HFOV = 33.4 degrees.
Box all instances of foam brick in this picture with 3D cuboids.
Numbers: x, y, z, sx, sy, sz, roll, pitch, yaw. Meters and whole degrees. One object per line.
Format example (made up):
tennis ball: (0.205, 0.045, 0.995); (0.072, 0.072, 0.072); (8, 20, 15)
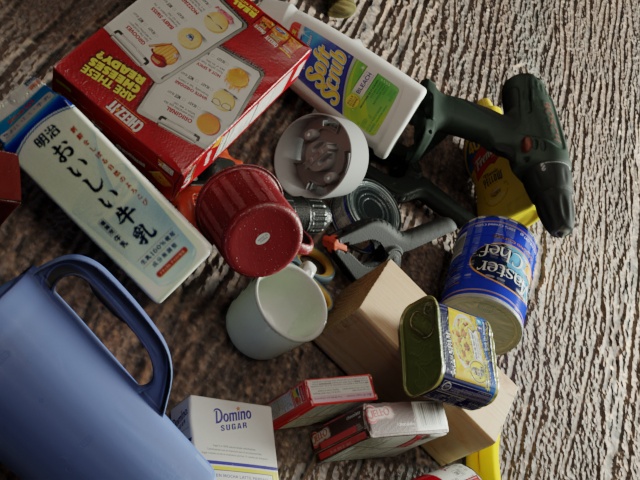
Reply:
foam brick: (-0.301, -0.042, 0.933); (0.052, 0.078, 0.051); (11, 59, -36)

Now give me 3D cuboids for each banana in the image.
banana: (0.190, 0.246, 1.201); (0.069, 0.037, 0.198); (36, 44, -44)

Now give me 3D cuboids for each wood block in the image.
wood block: (0.103, 0.133, 1.156); (0.206, 0.090, 0.090); (45, 44, -9)

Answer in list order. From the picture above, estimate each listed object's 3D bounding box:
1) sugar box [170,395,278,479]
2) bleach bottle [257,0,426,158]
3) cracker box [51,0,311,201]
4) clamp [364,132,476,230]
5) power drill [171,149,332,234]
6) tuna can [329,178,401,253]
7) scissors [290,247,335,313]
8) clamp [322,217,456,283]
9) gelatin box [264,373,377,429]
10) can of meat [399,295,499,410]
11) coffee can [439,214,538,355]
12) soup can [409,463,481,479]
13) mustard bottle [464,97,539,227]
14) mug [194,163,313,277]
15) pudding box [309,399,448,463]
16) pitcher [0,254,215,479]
sugar box: (-0.084, 0.233, 0.966); (0.093, 0.048, 0.176); (15, 51, -33)
bleach bottle: (-0.003, -0.204, 1.276); (0.251, 0.103, 0.068); (32, 11, 2)
cracker box: (-0.139, -0.167, 1.079); (0.164, 0.072, 0.213); (39, 60, 4)
clamp: (0.110, -0.094, 1.347); (0.209, 0.036, 0.164); (12, 54, -31)
power drill: (-0.086, -0.086, 1.144); (0.184, 0.057, 0.188); (1, 59, -33)
tuna can: (0.054, -0.030, 1.260); (0.086, 0.034, 0.086); (21, 52, -29)
scissors: (-0.058, 0.001, 1.159); (0.202, 0.016, 0.096); (44, 37, -2)
clamp: (0.078, 0.029, 1.219); (0.171, 0.039, 0.120); (3, 92, -28)
gelatin box: (0.000, 0.160, 1.063); (0.089, 0.073, 0.030); (0, 64, -40)
can of meat: (0.131, 0.117, 1.084); (0.083, 0.058, 0.102); (20, 53, -32)
coffee can: (0.201, 0.053, 1.282); (0.102, 0.103, 0.140); (37, 45, -16)
soup can: (0.116, 0.273, 1.093); (0.102, 0.069, 0.068); (-8, 69, -43)
mustard bottle: (0.238, -0.106, 1.421); (0.058, 0.096, 0.191); (11, 57, -36)
mug: (-0.058, -0.012, 1.039); (0.117, 0.093, 0.082); (23, 16, -31)
pudding box: (0.060, 0.193, 1.081); (0.113, 0.090, 0.039); (6, 62, -38)
pitcher: (-0.194, 0.139, 0.865); (0.242, 0.149, 0.144); (47, 44, -11)
